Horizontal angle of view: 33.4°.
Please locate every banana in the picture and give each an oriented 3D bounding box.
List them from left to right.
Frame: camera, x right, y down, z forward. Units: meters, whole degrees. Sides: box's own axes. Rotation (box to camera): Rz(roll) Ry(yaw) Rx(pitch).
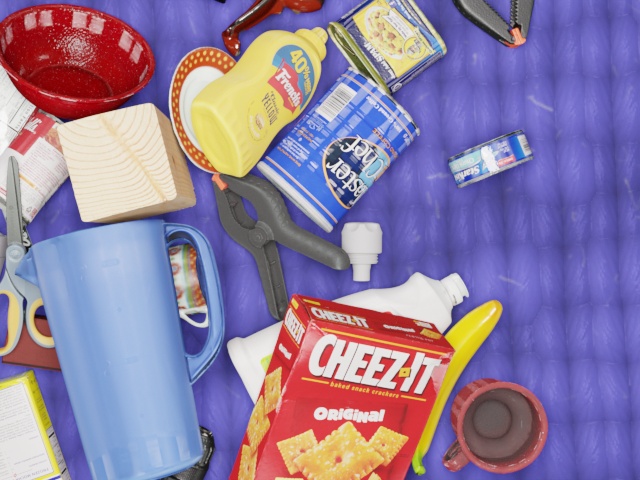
[{"bbox_3d":[0.132,0.150,1.126,0.037,0.070,0.198,30,82,-34],"label":"banana"}]

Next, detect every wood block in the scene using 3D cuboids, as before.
[{"bbox_3d":[-0.182,-0.070,1.041,0.090,0.206,0.091,-14,90,-2],"label":"wood block"}]

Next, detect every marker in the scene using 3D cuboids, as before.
[{"bbox_3d":[-0.320,-0.009,1.130,0.020,0.020,0.121,-20,91,-2],"label":"marker"}]

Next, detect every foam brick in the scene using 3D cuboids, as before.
[{"bbox_3d":[-0.285,0.106,1.116,0.078,0.053,0.051,8,90,-3],"label":"foam brick"}]

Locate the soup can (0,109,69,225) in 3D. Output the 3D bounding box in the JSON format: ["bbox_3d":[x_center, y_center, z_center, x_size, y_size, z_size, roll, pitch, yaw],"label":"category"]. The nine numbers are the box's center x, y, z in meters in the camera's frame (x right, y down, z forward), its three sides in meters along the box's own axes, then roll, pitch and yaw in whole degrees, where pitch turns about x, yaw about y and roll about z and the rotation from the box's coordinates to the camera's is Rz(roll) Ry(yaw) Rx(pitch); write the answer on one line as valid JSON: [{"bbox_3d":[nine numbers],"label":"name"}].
[{"bbox_3d":[-0.295,-0.074,1.096,0.068,0.068,0.102,37,76,-2],"label":"soup can"}]

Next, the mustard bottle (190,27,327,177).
[{"bbox_3d":[-0.051,-0.158,1.094,0.058,0.096,0.191,15,51,35],"label":"mustard bottle"}]

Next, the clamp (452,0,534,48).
[{"bbox_3d":[0.181,-0.310,1.137,0.164,0.036,0.210,-29,93,-1],"label":"clamp"}]

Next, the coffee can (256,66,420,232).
[{"bbox_3d":[0.018,-0.093,1.100,0.103,0.103,0.140,43,89,-2],"label":"coffee can"}]

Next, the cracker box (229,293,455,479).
[{"bbox_3d":[0.020,0.176,1.069,0.164,0.072,0.214,13,107,-23],"label":"cracker box"}]

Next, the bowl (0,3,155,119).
[{"bbox_3d":[-0.253,-0.173,1.088,0.162,0.162,0.055,19,132,-2],"label":"bowl"}]

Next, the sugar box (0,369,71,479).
[{"bbox_3d":[-0.320,0.234,1.120,0.093,0.048,0.176,-18,95,-2],"label":"sugar box"}]

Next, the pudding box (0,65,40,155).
[{"bbox_3d":[-0.353,-0.147,1.119,0.113,0.039,0.090,34,89,-4],"label":"pudding box"}]

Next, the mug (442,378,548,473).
[{"bbox_3d":[0.174,0.198,1.118,0.117,0.081,0.093,-45,92,-1],"label":"mug"}]

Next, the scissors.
[{"bbox_3d":[-0.286,0.024,1.064,0.096,0.016,0.202,15,100,-9],"label":"scissors"}]

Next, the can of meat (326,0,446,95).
[{"bbox_3d":[0.071,-0.210,1.125,0.084,0.057,0.102,-37,92,-4],"label":"can of meat"}]

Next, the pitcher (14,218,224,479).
[{"bbox_3d":[-0.179,0.103,1.020,0.149,0.144,0.243,-16,87,39],"label":"pitcher"}]

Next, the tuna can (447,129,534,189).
[{"bbox_3d":[0.177,-0.085,1.115,0.086,0.086,0.034,-22,90,-2],"label":"tuna can"}]

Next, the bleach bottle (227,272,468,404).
[{"bbox_3d":[0.035,0.096,1.120,0.250,0.068,0.102,-27,105,-3],"label":"bleach bottle"}]

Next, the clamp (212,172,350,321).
[{"bbox_3d":[-0.057,0.001,1.120,0.171,0.039,0.120,46,119,12],"label":"clamp"}]
